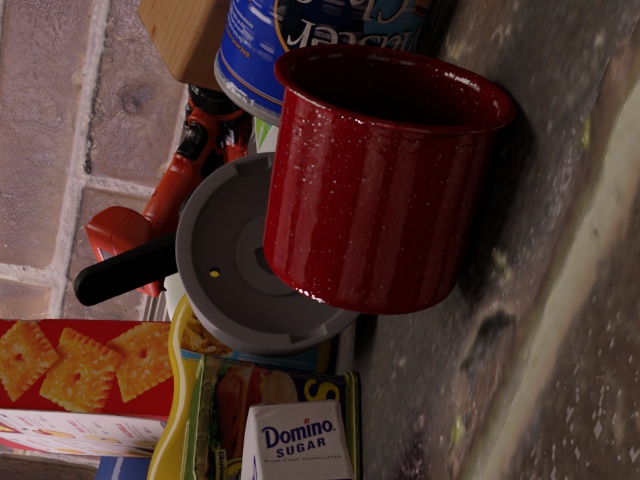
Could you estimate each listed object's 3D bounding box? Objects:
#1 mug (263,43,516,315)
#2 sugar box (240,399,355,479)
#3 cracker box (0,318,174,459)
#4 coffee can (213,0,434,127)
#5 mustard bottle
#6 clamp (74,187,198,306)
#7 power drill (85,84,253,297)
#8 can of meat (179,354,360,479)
[{"bbox_3d":[0.027,-0.028,0.431,0.117,0.093,0.081,-39,-36,-57],"label":"mug"},{"bbox_3d":[-0.003,0.159,0.413,0.176,0.048,0.093,-106,18,-46],"label":"sugar box"},{"bbox_3d":[-0.158,0.106,0.753,0.164,0.214,0.072,56,-142,-64],"label":"cracker box"},{"bbox_3d":[0.010,-0.137,0.537,0.103,0.102,0.140,-95,19,-53],"label":"coffee can"},{"bbox_3d":[-0.044,0.074,0.630,0.058,0.096,0.191,127,151,-76],"label":"mustard bottle"},{"bbox_3d":[-0.055,0.001,0.761,0.209,0.165,0.036,-55,-27,-56],"label":"clamp"},{"bbox_3d":[-0.111,-0.060,0.845,0.187,0.057,0.184,-59,-13,-23],"label":"power drill"},{"bbox_3d":[-0.027,0.112,0.552,0.057,0.084,0.102,112,164,-48],"label":"can of meat"}]
